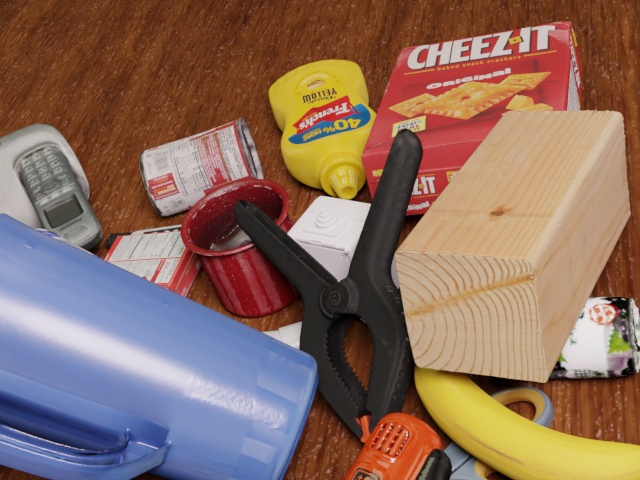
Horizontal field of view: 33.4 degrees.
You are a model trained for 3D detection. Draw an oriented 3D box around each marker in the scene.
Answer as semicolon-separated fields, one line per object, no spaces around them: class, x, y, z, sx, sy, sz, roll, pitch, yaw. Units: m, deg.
marker;-0.144;-0.004;0.987;0.121;0.020;0.020;-7;40;18

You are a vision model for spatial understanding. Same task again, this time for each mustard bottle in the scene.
mustard bottle;0.009;-0.098;0.998;0.096;0.058;0.191;-15;38;0

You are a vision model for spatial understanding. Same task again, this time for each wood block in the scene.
wood block;0.137;-0.006;0.719;0.091;0.090;0.205;4;32;30

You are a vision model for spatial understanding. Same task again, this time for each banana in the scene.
banana;0.125;0.120;0.675;0.198;0.037;0.069;19;30;38

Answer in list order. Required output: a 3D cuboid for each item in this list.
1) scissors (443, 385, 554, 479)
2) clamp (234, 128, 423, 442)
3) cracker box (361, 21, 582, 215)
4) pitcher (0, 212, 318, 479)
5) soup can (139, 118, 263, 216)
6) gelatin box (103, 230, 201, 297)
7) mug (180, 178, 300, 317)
scissors;0.074;0.143;0.712;0.202;0.016;0.096;-8;39;16
clamp;0.011;0.039;0.761;0.165;0.036;0.210;-13;77;35
cracker box;0.137;-0.109;0.920;0.164;0.072;0.213;-6;33;19
pitcher;-0.132;0.092;0.703;0.243;0.145;0.149;22;77;-2
soup can;-0.112;-0.068;1.010;0.102;0.068;0.068;-18;38;5
gelatin box;-0.152;0.027;0.945;0.089;0.030;0.073;-4;40;23
mug;-0.056;0.001;0.889;0.093;0.081;0.117;-6;40;18
